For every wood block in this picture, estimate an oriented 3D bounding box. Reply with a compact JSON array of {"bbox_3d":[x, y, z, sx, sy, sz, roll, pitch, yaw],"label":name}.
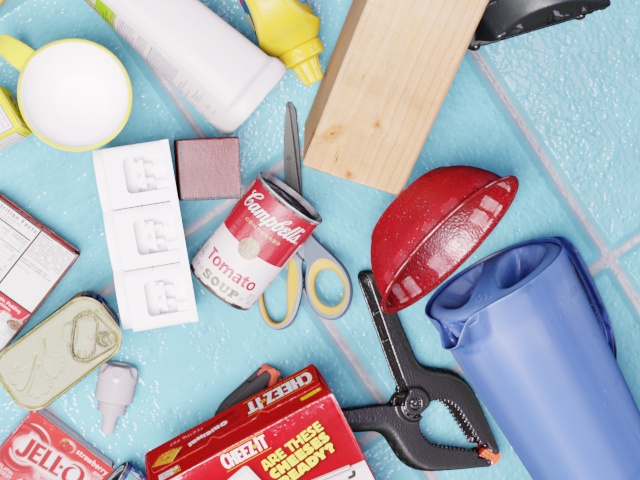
[{"bbox_3d":[0.062,-0.154,0.879,0.090,0.091,0.206,17,118,-10],"label":"wood block"}]

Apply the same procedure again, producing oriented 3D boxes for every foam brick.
[{"bbox_3d":[-0.097,-0.061,0.910,0.051,0.078,0.053,-4,96,-9],"label":"foam brick"}]

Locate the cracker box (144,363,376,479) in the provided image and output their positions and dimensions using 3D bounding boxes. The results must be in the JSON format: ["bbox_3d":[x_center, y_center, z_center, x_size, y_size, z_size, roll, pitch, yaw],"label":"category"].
[{"bbox_3d":[-0.027,0.235,0.901,0.164,0.072,0.213,-28,113,-5],"label":"cracker box"}]

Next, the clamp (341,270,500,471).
[{"bbox_3d":[0.079,0.136,0.966,0.209,0.036,0.164,28,78,-14],"label":"clamp"}]

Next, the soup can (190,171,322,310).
[{"bbox_3d":[-0.056,0.001,0.914,0.068,0.068,0.102,37,102,-9],"label":"soup can"}]

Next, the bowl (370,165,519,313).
[{"bbox_3d":[0.095,-0.012,0.920,0.162,0.162,0.055,-42,72,-5],"label":"bowl"}]

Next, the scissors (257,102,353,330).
[{"bbox_3d":[-0.006,-0.016,0.944,0.096,0.016,0.202,13,91,15],"label":"scissors"}]

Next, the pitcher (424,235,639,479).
[{"bbox_3d":[0.212,0.123,0.952,0.149,0.145,0.243,-29,101,6],"label":"pitcher"}]

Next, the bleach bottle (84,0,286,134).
[{"bbox_3d":[-0.148,-0.195,0.880,0.250,0.103,0.068,41,77,-9],"label":"bleach bottle"}]

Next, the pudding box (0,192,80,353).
[{"bbox_3d":[-0.274,0.028,0.907,0.090,0.039,0.113,38,85,-9],"label":"pudding box"}]

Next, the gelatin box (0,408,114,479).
[{"bbox_3d":[-0.236,0.198,0.927,0.089,0.030,0.073,40,87,-9],"label":"gelatin box"}]

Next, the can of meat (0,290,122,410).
[{"bbox_3d":[-0.216,0.089,0.896,0.102,0.084,0.057,-38,98,-5],"label":"can of meat"}]

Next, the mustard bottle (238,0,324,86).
[{"bbox_3d":[-0.049,-0.219,0.898,0.058,0.096,0.191,-27,98,6],"label":"mustard bottle"}]

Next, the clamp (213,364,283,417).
[{"bbox_3d":[-0.058,0.200,0.952,0.120,0.039,0.171,25,88,-27],"label":"clamp"}]
